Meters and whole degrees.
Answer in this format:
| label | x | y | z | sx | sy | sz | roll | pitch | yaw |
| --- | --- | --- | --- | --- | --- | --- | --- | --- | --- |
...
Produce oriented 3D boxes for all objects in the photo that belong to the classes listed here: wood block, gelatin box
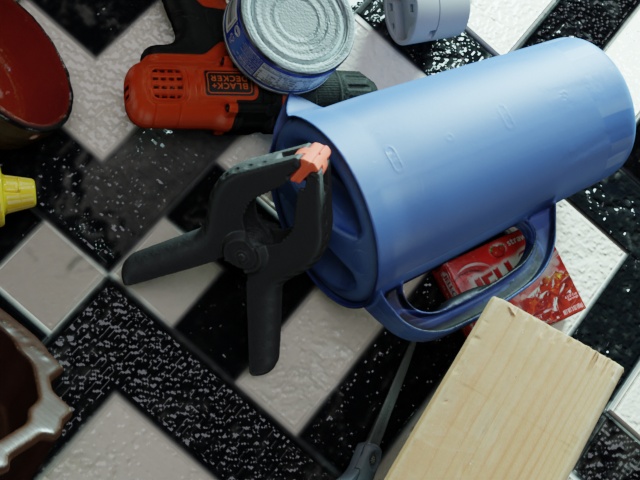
| label | x | y | z | sx | sy | sz | roll | pitch | yaw |
| --- | --- | --- | --- | --- | --- | --- | --- | --- | --- |
| wood block | 0.087 | 0.150 | 0.637 | 0.091 | 0.090 | 0.206 | 30 | 68 | 12 |
| gelatin box | 0.136 | 0.035 | 0.768 | 0.089 | 0.030 | 0.073 | -22 | 81 | -20 |

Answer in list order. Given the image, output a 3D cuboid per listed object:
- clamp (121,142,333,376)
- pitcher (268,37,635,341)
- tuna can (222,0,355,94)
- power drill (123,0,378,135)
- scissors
| label | x | y | z | sx | sy | sz | roll | pitch | yaw |
| --- | --- | --- | --- | --- | --- | --- | --- | --- | --- |
| clamp | -0.054 | 0.001 | 0.672 | 0.120 | 0.172 | 0.039 | 25 | 31 | -3 |
| pitcher | 0.099 | -0.047 | 0.732 | 0.242 | 0.145 | 0.149 | -22 | 122 | -24 |
| tuna can | -0.020 | -0.144 | 0.717 | 0.086 | 0.034 | 0.086 | 7 | 72 | -23 |
| power drill | -0.053 | -0.165 | 0.760 | 0.184 | 0.057 | 0.187 | -2 | 74 | -22 |
| scissors | 0.019 | 0.143 | 0.688 | 0.096 | 0.016 | 0.201 | 38 | 62 | -50 |
